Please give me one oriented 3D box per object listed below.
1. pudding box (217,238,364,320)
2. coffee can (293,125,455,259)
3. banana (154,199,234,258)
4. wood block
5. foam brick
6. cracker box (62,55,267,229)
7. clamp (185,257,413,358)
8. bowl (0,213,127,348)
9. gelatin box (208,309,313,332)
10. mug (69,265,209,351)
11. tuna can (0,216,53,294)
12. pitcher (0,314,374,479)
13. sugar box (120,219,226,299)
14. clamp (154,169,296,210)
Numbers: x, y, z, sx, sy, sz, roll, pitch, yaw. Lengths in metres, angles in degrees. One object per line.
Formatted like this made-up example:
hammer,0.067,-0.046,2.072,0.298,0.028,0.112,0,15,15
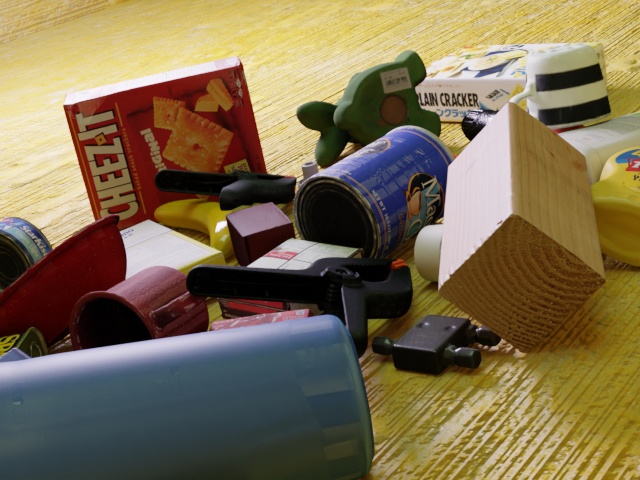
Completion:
pudding box,-0.025,0.040,0.968,0.090,0.039,0.113,9,32,39
coffee can,0.057,-0.041,1.038,0.103,0.103,0.140,7,28,40
banana,-0.128,-0.018,1.172,0.069,0.037,0.198,-17,21,-18
wood block,0.159,-0.018,0.864,0.091,0.090,0.206,-49,13,29
foam brick,-0.057,0.001,1.064,0.051,0.053,0.078,-17,23,-13
cracker box,-0.180,-0.113,1.268,0.213,0.164,0.072,-14,19,-4
clamp,0.004,0.040,0.870,0.165,0.036,0.209,19,17,25
bowl,-0.229,0.047,0.962,0.162,0.055,0.162,-40,0,0
gelatin box,-0.051,0.088,0.869,0.089,0.030,0.073,-8,22,11
mug,-0.138,0.066,0.880,0.117,0.093,0.081,-32,1,36
tuna can,-0.317,0.021,1.110,0.086,0.086,0.033,2,26,32
pitcher,-0.091,0.130,0.674,0.242,0.149,0.145,-11,6,-6
sugar box,-0.170,0.029,1.067,0.093,0.048,0.176,-25,21,-25
clamp,-0.083,-0.056,1.179,0.171,0.039,0.120,-4,22,-38
